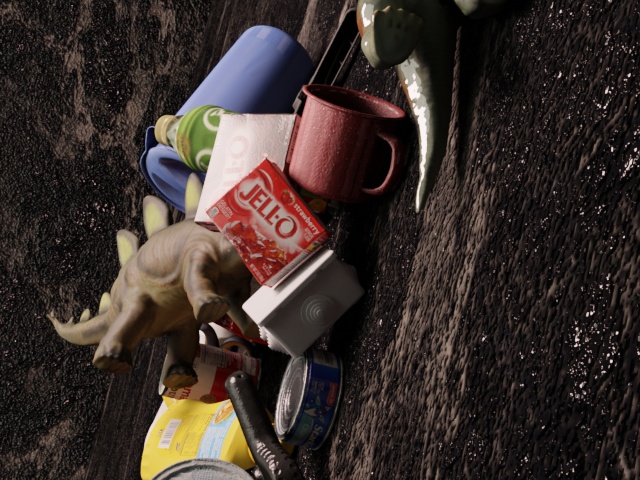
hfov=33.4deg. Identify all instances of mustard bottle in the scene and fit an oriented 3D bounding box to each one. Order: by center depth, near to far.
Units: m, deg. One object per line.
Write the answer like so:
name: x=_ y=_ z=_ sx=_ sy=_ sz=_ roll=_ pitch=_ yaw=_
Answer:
mustard bottle: x=-0.094 y=0.200 z=1.041 sx=0.192 sy=0.058 sz=0.096 roll=-12 pitch=44 yaw=47

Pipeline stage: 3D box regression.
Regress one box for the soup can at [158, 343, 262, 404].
soup can: x=-0.125 y=0.155 z=1.207 sx=0.068 sy=0.102 sz=0.068 roll=-164 pitch=90 yaw=-76

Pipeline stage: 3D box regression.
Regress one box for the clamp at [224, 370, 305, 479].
clamp: x=-0.040 y=0.185 z=0.878 sx=0.172 sy=0.039 sz=0.120 roll=35 pitch=145 yaw=62

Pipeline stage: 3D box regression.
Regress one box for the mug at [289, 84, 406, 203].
mug: x=0.028 y=-0.079 z=0.926 sx=0.117 sy=0.093 sz=0.081 roll=31 pitch=114 yaw=38

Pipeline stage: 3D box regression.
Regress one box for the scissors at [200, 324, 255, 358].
scissors: x=-0.114 y=0.173 z=1.292 sx=0.016 sy=0.096 sz=0.202 roll=-67 pitch=-27 yaw=-46

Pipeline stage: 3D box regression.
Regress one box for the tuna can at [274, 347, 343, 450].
tuna can: x=-0.011 y=0.135 z=0.920 sx=0.086 sy=0.033 sz=0.086 roll=-165 pitch=90 yaw=-76

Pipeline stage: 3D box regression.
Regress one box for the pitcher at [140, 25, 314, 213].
pitcher: x=-0.100 y=-0.142 z=1.327 sx=0.242 sy=0.145 sz=0.149 roll=-59 pitch=-13 yaw=-28

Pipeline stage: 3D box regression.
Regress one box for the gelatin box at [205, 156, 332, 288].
gelatin box: x=-0.045 y=-0.016 z=0.923 sx=0.073 sy=0.089 sz=0.030 roll=-40 pitch=-16 yaw=7

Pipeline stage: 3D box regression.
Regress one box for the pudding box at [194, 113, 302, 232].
pudding box: x=-0.061 y=-0.060 z=0.989 sx=0.090 sy=0.039 sz=0.113 roll=5 pitch=74 yaw=34

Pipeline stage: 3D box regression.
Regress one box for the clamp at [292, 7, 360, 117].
clamp: x=-0.005 y=-0.167 z=1.212 sx=0.164 sy=0.036 sz=0.210 roll=-63 pitch=5 yaw=-11
